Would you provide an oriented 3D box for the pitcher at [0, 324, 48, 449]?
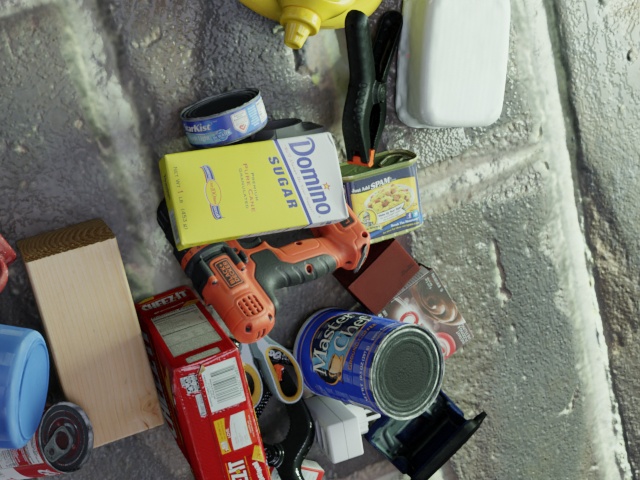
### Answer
[{"bbox_3d":[-0.375,0.111,0.957,0.243,0.145,0.149,6,144,1],"label":"pitcher"}]

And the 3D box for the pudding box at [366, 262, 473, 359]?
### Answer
[{"bbox_3d":[0.115,0.096,1.252,0.090,0.039,0.113,-37,114,-9],"label":"pudding box"}]

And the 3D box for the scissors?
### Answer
[{"bbox_3d":[-0.092,0.100,1.163,0.096,0.016,0.202,-33,96,-6],"label":"scissors"}]

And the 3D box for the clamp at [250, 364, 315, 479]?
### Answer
[{"bbox_3d":[-0.067,0.243,1.179,0.164,0.036,0.210,-1,73,2],"label":"clamp"}]

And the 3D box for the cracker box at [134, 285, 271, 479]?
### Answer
[{"bbox_3d":[-0.122,0.157,1.077,0.072,0.214,0.164,-18,109,-15],"label":"cracker box"}]

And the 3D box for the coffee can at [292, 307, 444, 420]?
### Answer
[{"bbox_3d":[0.051,0.132,1.167,0.102,0.141,0.103,-4,96,-36],"label":"coffee can"}]

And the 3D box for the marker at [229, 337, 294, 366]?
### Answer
[{"bbox_3d":[-0.064,0.126,1.199,0.121,0.020,0.020,14,98,-24],"label":"marker"}]

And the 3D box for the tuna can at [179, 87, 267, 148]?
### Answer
[{"bbox_3d":[-0.098,-0.125,1.086,0.086,0.086,0.034,-23,112,-15],"label":"tuna can"}]

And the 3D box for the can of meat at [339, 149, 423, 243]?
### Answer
[{"bbox_3d":[0.062,-0.047,1.185,0.102,0.057,0.084,-16,111,-17],"label":"can of meat"}]

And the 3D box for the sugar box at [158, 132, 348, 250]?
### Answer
[{"bbox_3d":[-0.066,-0.051,1.069,0.176,0.048,0.093,-11,86,-16],"label":"sugar box"}]

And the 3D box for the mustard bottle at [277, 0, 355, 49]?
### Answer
[{"bbox_3d":[-0.001,-0.281,1.071,0.096,0.058,0.191,23,77,-24],"label":"mustard bottle"}]

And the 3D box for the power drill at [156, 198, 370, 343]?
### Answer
[{"bbox_3d":[-0.057,0.001,1.119,0.187,0.057,0.184,-26,67,-26],"label":"power drill"}]

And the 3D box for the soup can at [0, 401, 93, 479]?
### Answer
[{"bbox_3d":[-0.281,0.198,1.042,0.068,0.102,0.068,27,56,-49],"label":"soup can"}]

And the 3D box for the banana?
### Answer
[{"bbox_3d":[-0.014,-0.255,1.116,0.197,0.037,0.069,-5,86,-22],"label":"banana"}]

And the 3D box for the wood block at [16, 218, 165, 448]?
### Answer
[{"bbox_3d":[-0.233,0.094,1.085,0.090,0.090,0.206,-18,110,-17],"label":"wood block"}]

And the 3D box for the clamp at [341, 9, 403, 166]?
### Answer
[{"bbox_3d":[0.055,-0.168,1.141,0.120,0.039,0.171,-30,130,-53],"label":"clamp"}]

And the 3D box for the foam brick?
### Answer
[{"bbox_3d":[0.063,0.036,1.209,0.078,0.051,0.053,-45,116,-6],"label":"foam brick"}]
